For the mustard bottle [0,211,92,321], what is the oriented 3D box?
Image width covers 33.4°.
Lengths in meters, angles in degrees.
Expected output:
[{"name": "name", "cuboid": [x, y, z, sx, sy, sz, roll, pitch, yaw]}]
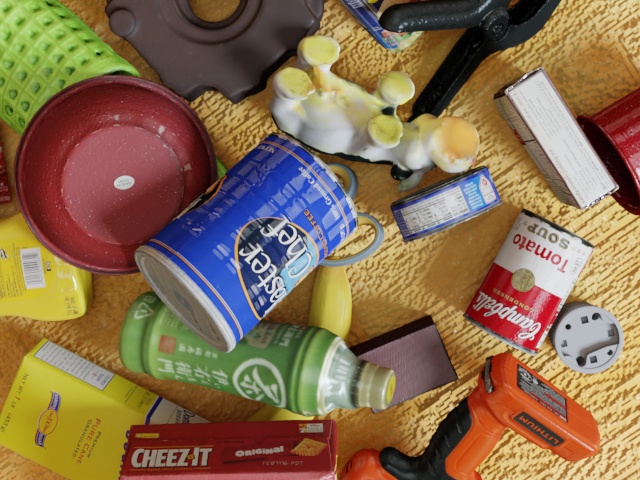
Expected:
[{"name": "mustard bottle", "cuboid": [-0.292, 0.026, 0.891, 0.191, 0.058, 0.096, -6, 99, 3]}]

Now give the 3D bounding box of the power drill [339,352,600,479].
[{"name": "power drill", "cuboid": [0.135, 0.194, 0.865, 0.184, 0.057, 0.188, 36, 115, -10]}]

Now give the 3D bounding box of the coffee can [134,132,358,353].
[{"name": "coffee can", "cuboid": [-0.055, 0.001, 0.811, 0.140, 0.103, 0.103, -43, 93, -19]}]

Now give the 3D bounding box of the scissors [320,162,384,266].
[{"name": "scissors", "cuboid": [-0.047, -0.011, 0.897, 0.202, 0.016, 0.096, -6, 77, 14]}]

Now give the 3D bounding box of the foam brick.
[{"name": "foam brick", "cuboid": [0.068, 0.103, 0.887, 0.078, 0.053, 0.051, -23, 94, 4]}]

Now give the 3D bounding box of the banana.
[{"name": "banana", "cuboid": [-0.020, 0.109, 0.899, 0.069, 0.037, 0.198, 34, 96, -1]}]

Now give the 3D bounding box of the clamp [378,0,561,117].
[{"name": "clamp", "cuboid": [0.129, -0.167, 0.855, 0.171, 0.120, 0.039, -25, 54, -9]}]

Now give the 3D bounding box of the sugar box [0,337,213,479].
[{"name": "sugar box", "cuboid": [-0.178, 0.164, 0.897, 0.176, 0.048, 0.093, 27, 112, 2]}]

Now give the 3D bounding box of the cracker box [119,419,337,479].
[{"name": "cracker box", "cuboid": [-0.065, 0.250, 0.858, 0.164, 0.072, 0.214, -2, 119, 1]}]

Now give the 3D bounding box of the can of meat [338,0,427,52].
[{"name": "can of meat", "cuboid": [0.060, -0.211, 0.839, 0.102, 0.057, 0.083, -46, 132, 6]}]

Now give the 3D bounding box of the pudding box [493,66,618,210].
[{"name": "pudding box", "cuboid": [0.185, -0.080, 0.847, 0.039, 0.090, 0.113, -35, 93, 5]}]

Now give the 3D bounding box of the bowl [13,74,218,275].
[{"name": "bowl", "cuboid": [-0.155, -0.046, 0.828, 0.162, 0.055, 0.162, -3, 102, -14]}]

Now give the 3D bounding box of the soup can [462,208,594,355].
[{"name": "soup can", "cuboid": [0.170, 0.034, 0.869, 0.068, 0.068, 0.102, 28, 95, -1]}]

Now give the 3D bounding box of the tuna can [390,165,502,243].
[{"name": "tuna can", "cuboid": [0.100, -0.030, 0.857, 0.086, 0.086, 0.034, -23, 92, 4]}]
